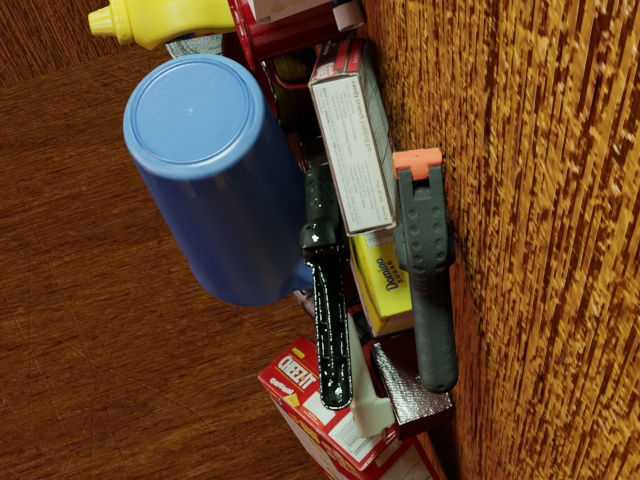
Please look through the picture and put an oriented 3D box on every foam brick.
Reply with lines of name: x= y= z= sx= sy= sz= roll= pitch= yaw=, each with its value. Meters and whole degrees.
foam brick: x=0.079 y=0.124 z=0.925 sx=0.053 sy=0.051 sz=0.078 roll=82 pitch=169 yaw=-67

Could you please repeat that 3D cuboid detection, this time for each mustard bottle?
mustard bottle: x=-0.099 y=-0.198 z=0.899 sx=0.096 sy=0.191 sz=0.058 roll=-117 pitch=17 yaw=-70

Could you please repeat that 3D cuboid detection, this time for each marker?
marker: x=0.004 y=-0.203 z=0.728 sx=0.020 sy=0.020 sz=0.121 roll=163 pitch=90 yaw=-87

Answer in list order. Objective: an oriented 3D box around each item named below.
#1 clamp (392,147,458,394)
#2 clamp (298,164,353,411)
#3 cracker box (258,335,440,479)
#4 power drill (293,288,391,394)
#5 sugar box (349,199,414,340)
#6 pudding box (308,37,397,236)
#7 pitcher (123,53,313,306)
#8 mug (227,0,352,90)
clamp: x=0.064 y=0.000 z=0.667 sx=0.120 sy=0.039 sz=0.171 roll=-104 pitch=5 yaw=-49
clamp: x=0.004 y=-0.001 z=0.809 sx=0.210 sy=0.036 sz=0.164 roll=-92 pitch=-3 yaw=-46
cracker box: x=0.045 y=0.211 z=1.060 sx=0.164 sy=0.072 sz=0.213 roll=35 pitch=161 yaw=43
power drill: x=0.041 y=0.123 z=1.108 sx=0.184 sy=0.057 sz=0.187 roll=49 pitch=170 yaw=24
sugar box: x=0.052 y=0.027 z=0.881 sx=0.176 sy=0.048 sz=0.093 roll=98 pitch=158 yaw=-77
pudding box: x=0.025 y=-0.072 z=0.729 sx=0.090 sy=0.039 sz=0.113 roll=-76 pitch=-29 yaw=-64
pitcher: x=-0.085 y=-0.052 z=0.887 sx=0.243 sy=0.149 sz=0.145 roll=69 pitch=-165 yaw=-64
mug: x=-0.022 y=-0.168 z=0.783 sx=0.093 sy=0.081 sz=0.117 roll=-118 pitch=11 yaw=-71
